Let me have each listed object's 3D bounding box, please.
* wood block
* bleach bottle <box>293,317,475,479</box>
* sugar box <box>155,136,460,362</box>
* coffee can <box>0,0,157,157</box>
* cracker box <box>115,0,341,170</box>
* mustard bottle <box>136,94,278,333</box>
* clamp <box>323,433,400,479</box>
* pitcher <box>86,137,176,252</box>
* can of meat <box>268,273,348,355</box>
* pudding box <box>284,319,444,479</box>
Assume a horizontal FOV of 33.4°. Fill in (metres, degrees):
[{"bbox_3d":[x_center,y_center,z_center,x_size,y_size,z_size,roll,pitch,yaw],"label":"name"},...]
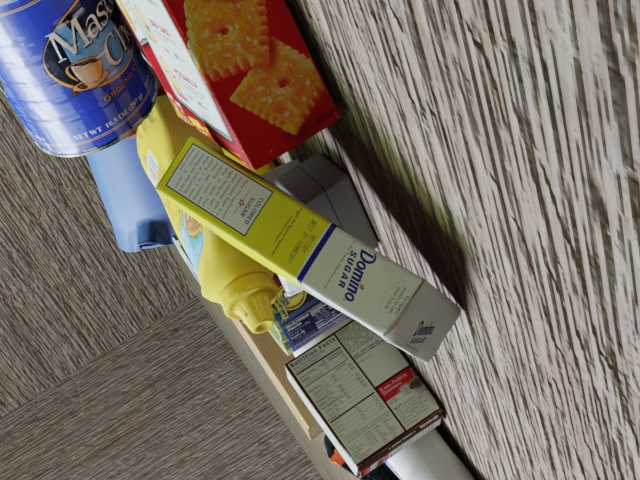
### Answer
[{"bbox_3d":[-0.032,0.097,1.142,0.206,0.090,0.090,55,171,16],"label":"wood block"},{"bbox_3d":[0.073,0.174,0.945,0.251,0.068,0.102,49,172,32],"label":"bleach bottle"},{"bbox_3d":[-0.007,0.007,0.641,0.176,0.048,0.093,34,180,26],"label":"sugar box"},{"bbox_3d":[-0.188,-0.143,0.749,0.103,0.102,0.140,49,167,43],"label":"coffee can"},{"bbox_3d":[-0.084,-0.162,0.639,0.213,0.072,0.164,63,169,-25],"label":"cracker box"},{"bbox_3d":[-0.079,-0.013,0.787,0.096,0.058,0.192,103,145,-53],"label":"mustard bottle"},{"bbox_3d":[0.063,0.228,1.056,0.165,0.036,0.210,38,178,20],"label":"clamp"},{"bbox_3d":[-0.201,-0.122,1.185,0.149,0.144,0.243,23,137,55],"label":"pitcher"},{"bbox_3d":[-0.018,0.038,0.901,0.102,0.084,0.057,48,167,47],"label":"can of meat"},{"bbox_3d":[0.036,0.128,0.896,0.113,0.090,0.039,53,169,26],"label":"pudding box"}]
